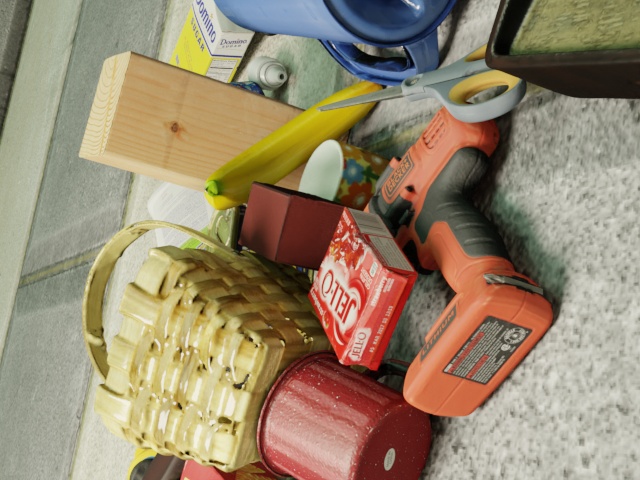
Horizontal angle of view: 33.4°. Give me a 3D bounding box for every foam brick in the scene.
[{"bbox_3d":[-0.021,-0.011,0.801,0.078,0.052,0.051,23,99,62],"label":"foam brick"}]

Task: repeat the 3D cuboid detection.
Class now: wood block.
[{"bbox_3d":[-0.091,-0.088,0.932,0.090,0.205,0.091,8,83,64],"label":"wood block"}]

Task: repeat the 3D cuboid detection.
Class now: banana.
[{"bbox_3d":[-0.028,-0.073,0.874,0.197,0.037,0.070,-38,12,-31],"label":"banana"}]

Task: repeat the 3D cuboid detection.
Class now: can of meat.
[{"bbox_3d":[-0.054,0.024,0.937,0.058,0.083,0.102,-32,49,56],"label":"can of meat"}]

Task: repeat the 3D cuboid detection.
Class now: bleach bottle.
[{"bbox_3d":[-0.119,0.015,1.056,0.103,0.068,0.251,-42,31,18],"label":"bleach bottle"}]

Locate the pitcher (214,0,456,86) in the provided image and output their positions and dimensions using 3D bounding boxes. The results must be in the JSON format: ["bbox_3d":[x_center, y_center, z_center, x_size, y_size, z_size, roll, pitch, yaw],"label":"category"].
[{"bbox_3d":[0.002,-0.215,0.867,0.243,0.144,0.149,19,96,61],"label":"pitcher"}]

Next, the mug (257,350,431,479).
[{"bbox_3d":[0.027,0.123,0.713,0.082,0.117,0.093,21,137,41],"label":"mug"}]

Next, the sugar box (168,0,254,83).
[{"bbox_3d":[-0.129,-0.220,1.228,0.176,0.048,0.093,123,138,-55],"label":"sugar box"}]

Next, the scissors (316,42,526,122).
[{"bbox_3d":[0.068,-0.095,0.721,0.202,0.016,0.096,-17,31,31],"label":"scissors"}]

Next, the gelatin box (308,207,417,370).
[{"bbox_3d":[0.026,0.030,0.702,0.089,0.030,0.073,-117,45,-59],"label":"gelatin box"}]

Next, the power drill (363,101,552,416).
[{"bbox_3d":[0.072,0.023,0.711,0.185,0.057,0.188,-58,30,32],"label":"power drill"}]
